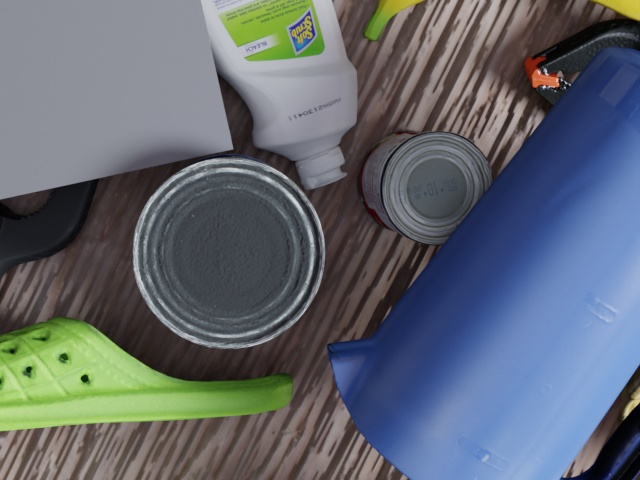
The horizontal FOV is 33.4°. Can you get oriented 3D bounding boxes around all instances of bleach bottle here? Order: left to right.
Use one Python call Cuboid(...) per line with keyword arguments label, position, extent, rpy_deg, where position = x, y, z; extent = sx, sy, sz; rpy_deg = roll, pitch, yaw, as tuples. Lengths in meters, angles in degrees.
Cuboid(label="bleach bottle", position=(-0.048, -0.150, 0.657), extent=(0.102, 0.068, 0.251), rpy_deg=(-21, 99, -2))

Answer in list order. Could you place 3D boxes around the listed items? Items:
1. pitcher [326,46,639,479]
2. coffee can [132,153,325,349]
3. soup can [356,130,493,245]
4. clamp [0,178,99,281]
Cuboid(label="pitcher", position=(0.133, 0.029, 0.573), extent=(0.145, 0.149, 0.243), rpy_deg=(42, 102, 32))
Cuboid(label="coffee can", position=(-0.054, 0.001, 0.630), extent=(0.102, 0.140, 0.103), rpy_deg=(0, 95, -5))
Cuboid(label="soup can", position=(0.062, -0.034, 0.656), extent=(0.068, 0.102, 0.068), rpy_deg=(0, 95, -5))
Cuboid(label="clamp", position=(-0.223, -0.020, 0.667), extent=(0.210, 0.036, 0.164), rpy_deg=(-44, 98, 4))
